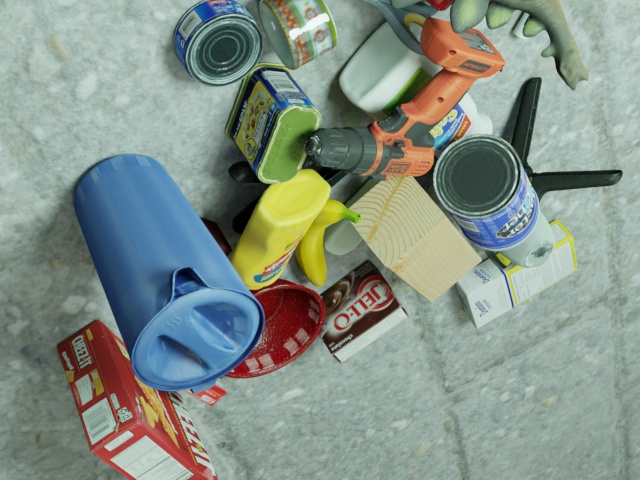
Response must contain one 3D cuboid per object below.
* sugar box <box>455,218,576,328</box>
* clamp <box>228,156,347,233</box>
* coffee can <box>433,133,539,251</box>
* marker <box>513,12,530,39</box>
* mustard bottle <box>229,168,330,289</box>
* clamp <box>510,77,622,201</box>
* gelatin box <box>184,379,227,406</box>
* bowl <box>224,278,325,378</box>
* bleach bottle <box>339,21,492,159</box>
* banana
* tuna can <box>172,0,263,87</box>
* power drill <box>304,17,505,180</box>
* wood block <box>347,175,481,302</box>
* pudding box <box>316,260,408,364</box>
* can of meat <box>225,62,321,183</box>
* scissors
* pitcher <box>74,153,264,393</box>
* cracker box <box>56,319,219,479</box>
[{"bbox_3d":[0.285,0.049,1.548,0.176,0.048,0.093,-27,140,-3],"label":"sugar box"},{"bbox_3d":[-0.033,-0.066,1.230,0.171,0.039,0.120,-16,154,-22],"label":"clamp"},{"bbox_3d":[0.199,-0.055,1.270,0.103,0.103,0.140,-39,155,5],"label":"coffee can"},{"bbox_3d":[0.258,-0.286,1.220,0.020,0.020,0.121,3,127,-36],"label":"marker"},{"bbox_3d":[-0.058,0.002,1.211,0.096,0.058,0.192,-40,170,-37],"label":"mustard bottle"},{"bbox_3d":[0.253,-0.094,1.353,0.210,0.164,0.036,-35,175,33],"label":"clamp"},{"bbox_3d":[-0.162,0.156,1.320,0.030,0.089,0.073,-40,140,7],"label":"gelatin box"},{"bbox_3d":[-0.077,0.100,1.348,0.162,0.055,0.162,-18,137,-18],"label":"bowl"},{"bbox_3d":[0.133,-0.155,1.234,0.103,0.068,0.250,-46,141,17],"label":"bleach bottle"},{"bbox_3d":[-0.005,-0.003,1.278,0.037,0.070,0.198,-34,167,-23],"label":"banana"},{"bbox_3d":[-0.100,-0.196,1.059,0.086,0.034,0.086,-18,137,-18],"label":"tuna can"},{"bbox_3d":[0.089,-0.141,1.105,0.184,0.057,0.188,-1,140,-48],"label":"power drill"},{"bbox_3d":[0.118,-0.003,1.308,0.091,0.090,0.206,-40,156,6],"label":"wood block"},{"bbox_3d":[0.046,0.094,1.397,0.113,0.090,0.039,-37,140,4],"label":"pudding box"},{"bbox_3d":[-0.050,-0.122,1.126,0.057,0.084,0.102,0,129,-34],"label":"can of meat"},{"bbox_3d":[0.056,-0.233,1.081,0.201,0.096,0.016,-8,166,-41],"label":"scissors"},{"bbox_3d":[-0.163,0.031,1.077,0.144,0.243,0.149,20,116,-44],"label":"pitcher"},{"bbox_3d":[-0.216,0.215,1.285,0.072,0.164,0.213,-33,140,2],"label":"cracker box"}]
